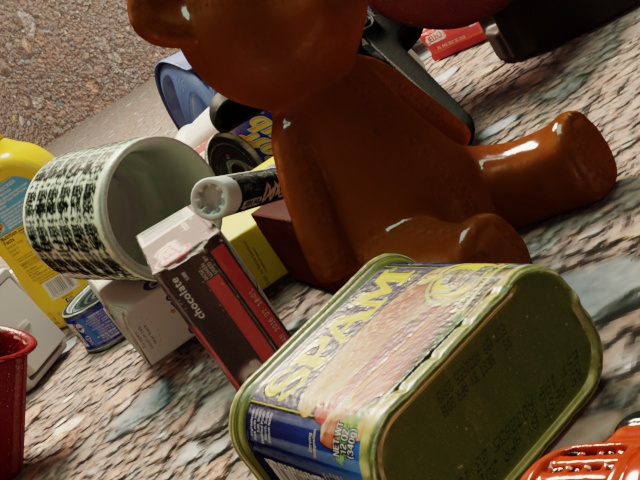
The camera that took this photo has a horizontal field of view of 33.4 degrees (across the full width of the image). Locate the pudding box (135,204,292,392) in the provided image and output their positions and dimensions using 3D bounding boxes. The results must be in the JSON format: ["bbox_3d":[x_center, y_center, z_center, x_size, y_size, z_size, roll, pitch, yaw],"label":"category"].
[{"bbox_3d":[-0.046,0.032,0.510,0.039,0.090,0.113,-34,15,-4],"label":"pudding box"}]

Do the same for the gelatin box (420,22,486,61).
[{"bbox_3d":[0.138,-0.198,0.927,0.089,0.030,0.073,-44,18,-32],"label":"gelatin box"}]

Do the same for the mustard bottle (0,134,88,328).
[{"bbox_3d":[-0.242,-0.023,0.886,0.096,0.191,0.058,-27,17,27],"label":"mustard bottle"}]

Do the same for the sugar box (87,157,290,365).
[{"bbox_3d":[-0.054,0.001,0.667,0.176,0.048,0.093,-32,22,-15],"label":"sugar box"}]

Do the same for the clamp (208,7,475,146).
[{"bbox_3d":[0.011,-0.132,0.720,0.164,0.036,0.210,1,44,-3],"label":"clamp"}]

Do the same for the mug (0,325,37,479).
[{"bbox_3d":[-0.219,0.096,0.638,0.093,0.081,0.117,1,10,-17],"label":"mug"}]

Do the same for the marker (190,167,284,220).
[{"bbox_3d":[-0.029,-0.025,0.516,0.020,0.020,0.121,-29,-2,20],"label":"marker"}]

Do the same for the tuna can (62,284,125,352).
[{"bbox_3d":[-0.149,0.043,0.793,0.086,0.033,0.086,-32,16,10],"label":"tuna can"}]

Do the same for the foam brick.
[{"bbox_3d":[0.005,-0.008,0.595,0.053,0.051,0.078,-38,16,-14],"label":"foam brick"}]

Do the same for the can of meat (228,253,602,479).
[{"bbox_3d":[0.032,0.051,0.359,0.102,0.057,0.084,-43,20,-24],"label":"can of meat"}]

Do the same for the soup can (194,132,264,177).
[{"bbox_3d":[-0.098,-0.034,0.847,0.102,0.068,0.068,-28,16,35],"label":"soup can"}]
